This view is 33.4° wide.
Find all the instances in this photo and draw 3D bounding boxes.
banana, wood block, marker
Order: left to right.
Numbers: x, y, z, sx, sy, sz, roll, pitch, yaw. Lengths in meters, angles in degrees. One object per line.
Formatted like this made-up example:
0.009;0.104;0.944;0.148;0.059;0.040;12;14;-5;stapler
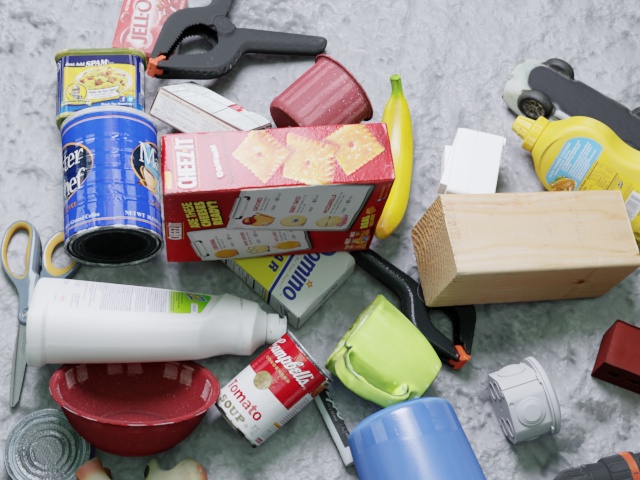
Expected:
0.007;0.170;1.081;0.020;0.020;0.121;-22;70;-13;marker
0.076;-0.081;1.169;0.037;0.069;0.198;-6;64;24;banana
0.210;0.008;1.104;0.205;0.091;0.090;-2;65;-18;wood block

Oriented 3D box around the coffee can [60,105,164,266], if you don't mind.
-0.219;-0.056;1.120;0.102;0.103;0.140;-5;67;-6;coffee can

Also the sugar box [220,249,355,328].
-0.057;0.001;1.136;0.176;0.048;0.093;39;69;14;sugar box

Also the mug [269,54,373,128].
0.005;-0.136;1.185;0.081;0.093;0.117;-42;112;-14;mug

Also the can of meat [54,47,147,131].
-0.244;-0.164;1.191;0.102;0.057;0.084;-2;68;-5;can of meat

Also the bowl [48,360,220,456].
-0.179;0.161;1.026;0.162;0.162;0.055;6;108;-1;bowl

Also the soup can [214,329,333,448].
-0.048;0.146;1.051;0.102;0.068;0.068;-41;74;-4;soup can

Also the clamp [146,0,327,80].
-0.117;-0.248;1.228;0.209;0.036;0.164;-27;73;-26;clamp

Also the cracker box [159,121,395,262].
-0.047;-0.046;1.043;0.213;0.164;0.072;-3;67;-8;cracker box

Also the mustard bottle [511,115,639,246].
0.295;-0.080;1.168;0.192;0.096;0.058;33;41;11;mustard bottle

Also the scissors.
-0.286;0.068;1.109;0.096;0.016;0.202;-11;68;-8;scissors

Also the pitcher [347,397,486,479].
0.122;0.274;0.994;0.145;0.149;0.243;-24;66;8;pitcher

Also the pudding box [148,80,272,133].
-0.119;-0.132;1.167;0.113;0.090;0.039;27;109;9;pudding box

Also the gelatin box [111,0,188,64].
-0.198;-0.248;1.244;0.073;0.030;0.089;10;66;1;gelatin box

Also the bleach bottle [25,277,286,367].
-0.159;0.086;1.063;0.250;0.068;0.102;4;24;-8;bleach bottle

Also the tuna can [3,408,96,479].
-0.263;0.208;1.039;0.086;0.034;0.086;1;66;-3;tuna can

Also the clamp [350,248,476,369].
0.104;0.056;1.126;0.120;0.039;0.171;-12;64;-8;clamp
